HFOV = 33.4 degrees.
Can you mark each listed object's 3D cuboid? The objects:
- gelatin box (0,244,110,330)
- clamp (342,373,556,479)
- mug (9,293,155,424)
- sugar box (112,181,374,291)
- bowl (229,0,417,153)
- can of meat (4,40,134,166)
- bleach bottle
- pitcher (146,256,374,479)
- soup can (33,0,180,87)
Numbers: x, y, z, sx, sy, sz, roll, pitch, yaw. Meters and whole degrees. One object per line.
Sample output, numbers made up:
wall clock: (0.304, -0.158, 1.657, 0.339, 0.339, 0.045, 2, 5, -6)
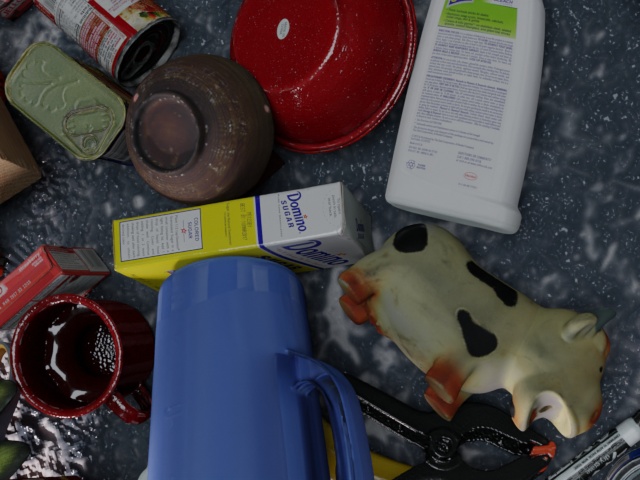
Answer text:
gelatin box: (-0.218, 0.037, 0.842, 0.073, 0.089, 0.030, -39, 79, 10)
clamp: (0.080, 0.162, 0.762, 0.171, 0.039, 0.120, 8, 65, 5)
mug: (-0.172, 0.096, 0.832, 0.117, 0.081, 0.093, 44, 98, 12)
sugar box: (-0.055, 0.001, 0.797, 0.176, 0.093, 0.048, -7, 75, 15)
bowl: (-0.012, -0.148, 0.791, 0.162, 0.055, 0.162, -5, 81, 31)
can of meat: (-0.183, -0.104, 0.841, 0.102, 0.084, 0.057, 38, 97, 13)
bleach bottle: (0.123, -0.137, 0.776, 0.103, 0.068, 0.251, 14, 89, 15)
pitcher: (-0.048, 0.133, 0.725, 0.149, 0.145, 0.243, -2, 61, -5)
soup can: (-0.171, -0.180, 0.850, 0.102, 0.068, 0.068, 42, 98, 13)
